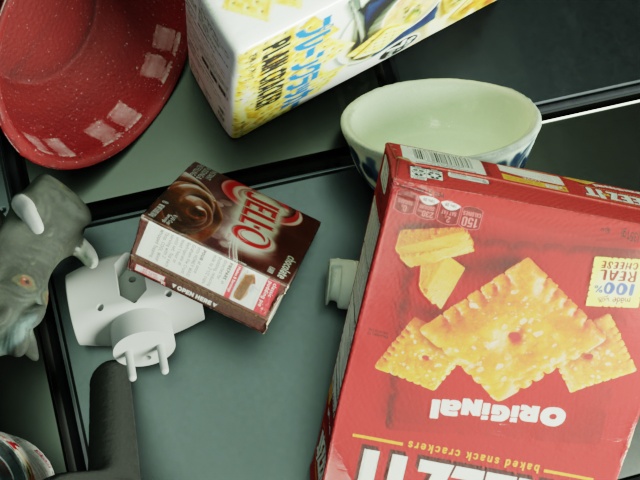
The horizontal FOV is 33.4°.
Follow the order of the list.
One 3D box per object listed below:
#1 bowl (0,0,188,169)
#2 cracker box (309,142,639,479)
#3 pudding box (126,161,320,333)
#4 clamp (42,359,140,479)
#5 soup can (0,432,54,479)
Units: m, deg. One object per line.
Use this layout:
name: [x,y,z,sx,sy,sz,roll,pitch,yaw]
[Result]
bowl: [-0.148,-0.126,0.637,0.055,0.162,0.162,28,76,27]
cracker box: [0.094,0.068,0.596,0.164,0.072,0.214,11,110,-2]
pudding box: [-0.054,0.001,0.629,0.090,0.113,0.039,25,114,0]
clamp: [-0.105,0.142,0.563,0.164,0.209,0.036,45,109,11]
soup can: [-0.187,0.140,0.590,0.068,0.102,0.068,1,78,-5]
